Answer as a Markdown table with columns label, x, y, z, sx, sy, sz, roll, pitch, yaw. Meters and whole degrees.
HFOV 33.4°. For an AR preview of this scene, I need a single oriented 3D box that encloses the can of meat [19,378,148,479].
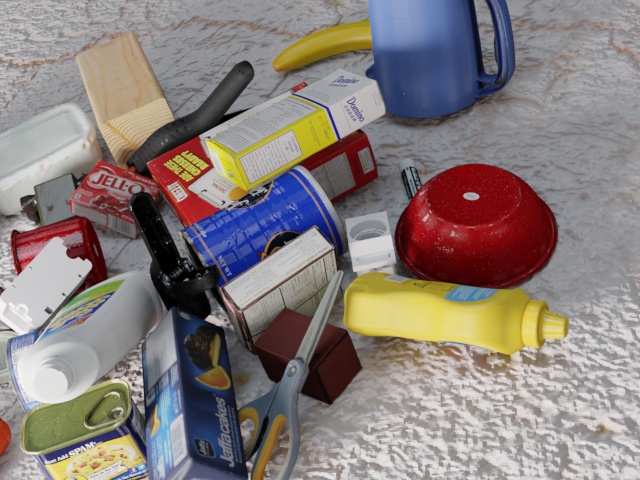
| label | x | y | z | sx | sy | sz | roll | pitch | yaw |
| --- | --- | --- | --- | --- | --- | --- | --- | --- | --- |
| can of meat | -0.201 | 0.181 | 0.946 | 0.102 | 0.084 | 0.057 | -20 | 38 | 1 |

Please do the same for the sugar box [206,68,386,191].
| label | x | y | z | sx | sy | sz | roll | pitch | yaw |
| --- | --- | --- | --- | --- | --- | --- | --- | --- | --- |
| sugar box | -0.026 | -0.119 | 1.126 | 0.176 | 0.048 | 0.093 | -28 | 26 | -15 |

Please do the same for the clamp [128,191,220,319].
| label | x | y | z | sx | sy | sz | roll | pitch | yaw |
| --- | --- | --- | --- | --- | --- | --- | --- | --- | --- |
| clamp | -0.144 | 0.026 | 1.035 | 0.039 | 0.172 | 0.120 | -29 | 73 | -23 |

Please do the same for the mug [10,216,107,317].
| label | x | y | z | sx | sy | sz | roll | pitch | yaw |
| --- | --- | --- | --- | --- | --- | --- | --- | --- | --- |
| mug | -0.281 | 0.031 | 1.161 | 0.081 | 0.093 | 0.117 | -16 | 54 | -2 |

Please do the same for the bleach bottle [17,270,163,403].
| label | x | y | z | sx | sy | sz | roll | pitch | yaw |
| --- | --- | --- | --- | --- | --- | --- | --- | --- | --- |
| bleach bottle | -0.212 | 0.093 | 0.979 | 0.102 | 0.068 | 0.251 | -23 | 9 | 3 |

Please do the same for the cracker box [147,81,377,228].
| label | x | y | z | sx | sy | sz | roll | pitch | yaw |
| --- | --- | --- | --- | --- | --- | --- | --- | --- | --- |
| cracker box | -0.066 | -0.078 | 1.204 | 0.213 | 0.072 | 0.164 | -30 | 39 | -11 |

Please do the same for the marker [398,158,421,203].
| label | x | y | z | sx | sy | sz | roll | pitch | yaw |
| --- | --- | --- | --- | --- | --- | --- | --- | --- | --- |
| marker | 0.102 | -0.046 | 1.133 | 0.020 | 0.020 | 0.121 | -16 | 39 | 5 |

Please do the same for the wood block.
| label | x | y | z | sx | sy | sz | roll | pitch | yaw |
| --- | --- | --- | --- | --- | --- | --- | --- | --- | --- |
| wood block | -0.247 | -0.178 | 1.384 | 0.090 | 0.091 | 0.206 | -25 | 39 | -4 |

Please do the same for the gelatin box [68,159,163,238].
| label | x | y | z | sx | sy | sz | roll | pitch | yaw |
| --- | --- | --- | --- | --- | --- | --- | --- | --- | --- |
| gelatin box | -0.239 | -0.050 | 1.252 | 0.089 | 0.030 | 0.073 | 22 | 49 | 8 |

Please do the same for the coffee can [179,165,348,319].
| label | x | y | z | sx | sy | sz | roll | pitch | yaw |
| --- | --- | --- | --- | --- | --- | --- | --- | --- | --- |
| coffee can | -0.057 | 0.001 | 1.080 | 0.140 | 0.103 | 0.103 | -30 | 39 | -11 |

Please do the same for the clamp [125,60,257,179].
| label | x | y | z | sx | sy | sz | roll | pitch | yaw |
| --- | --- | --- | --- | --- | --- | --- | --- | --- | --- |
| clamp | -0.142 | -0.136 | 1.267 | 0.210 | 0.164 | 0.036 | -29 | 73 | 1 |

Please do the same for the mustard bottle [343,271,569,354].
| label | x | y | z | sx | sy | sz | roll | pitch | yaw |
| --- | --- | --- | --- | --- | --- | --- | --- | --- | --- |
| mustard bottle | 0.124 | 0.065 | 0.946 | 0.192 | 0.058 | 0.096 | 5 | 5 | 27 |

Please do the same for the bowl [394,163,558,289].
| label | x | y | z | sx | sy | sz | roll | pitch | yaw |
| --- | --- | --- | --- | --- | --- | --- | --- | --- | --- |
| bowl | 0.150 | -0.025 | 1.041 | 0.162 | 0.055 | 0.162 | -6 | 44 | 6 |

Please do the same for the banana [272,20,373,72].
| label | x | y | z | sx | sy | sz | roll | pitch | yaw |
| --- | --- | --- | --- | --- | --- | --- | --- | --- | --- |
| banana | 0.033 | -0.258 | 1.399 | 0.198 | 0.037 | 0.069 | -3 | 40 | 20 |

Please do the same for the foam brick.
| label | x | y | z | sx | sy | sz | roll | pitch | yaw |
| --- | --- | --- | --- | --- | --- | --- | --- | --- | --- |
| foam brick | -0.012 | 0.106 | 0.979 | 0.078 | 0.051 | 0.053 | 18 | 53 | 38 |

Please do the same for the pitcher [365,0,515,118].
| label | x | y | z | sx | sy | sz | roll | pitch | yaw |
| --- | --- | --- | --- | --- | --- | --- | --- | --- | --- |
| pitcher | 0.124 | -0.270 | 1.210 | 0.149 | 0.243 | 0.145 | -17 | 36 | -7 |

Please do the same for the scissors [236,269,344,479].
| label | x | y | z | sx | sy | sz | roll | pitch | yaw |
| --- | --- | --- | --- | --- | --- | --- | --- | --- | --- |
| scissors | -0.037 | 0.121 | 0.935 | 0.096 | 0.016 | 0.201 | -2 | 67 | 41 |

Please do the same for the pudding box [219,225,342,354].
| label | x | y | z | sx | sy | sz | roll | pitch | yaw |
| --- | --- | --- | --- | --- | --- | --- | --- | --- | --- |
| pudding box | -0.035 | 0.049 | 1.022 | 0.113 | 0.090 | 0.039 | -35 | 58 | -16 |

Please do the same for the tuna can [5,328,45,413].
| label | x | y | z | sx | sy | sz | roll | pitch | yaw |
| --- | --- | --- | --- | --- | --- | --- | --- | --- | --- |
| tuna can | -0.272 | 0.130 | 1.037 | 0.033 | 0.086 | 0.086 | -18 | 38 | -1 |
